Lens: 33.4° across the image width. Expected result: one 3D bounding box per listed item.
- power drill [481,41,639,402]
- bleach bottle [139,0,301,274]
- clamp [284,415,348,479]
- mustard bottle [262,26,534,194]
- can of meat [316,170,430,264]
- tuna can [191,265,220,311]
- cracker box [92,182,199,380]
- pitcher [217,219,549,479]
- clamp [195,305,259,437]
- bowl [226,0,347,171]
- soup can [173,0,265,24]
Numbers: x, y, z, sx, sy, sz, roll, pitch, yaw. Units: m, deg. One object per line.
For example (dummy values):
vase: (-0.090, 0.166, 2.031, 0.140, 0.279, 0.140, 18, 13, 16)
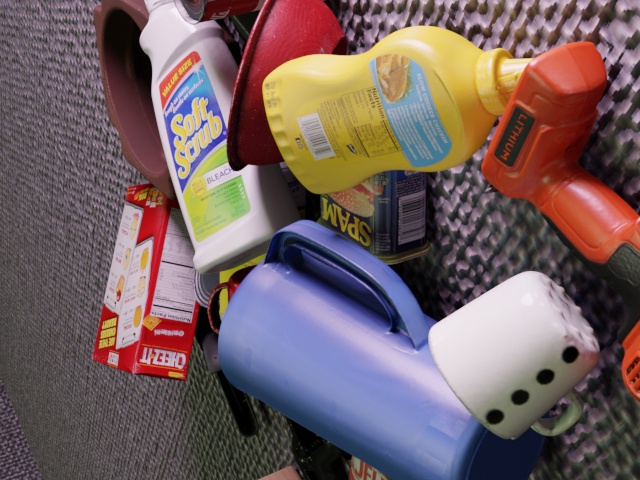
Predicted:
power drill: (0.173, -0.019, 0.577, 0.188, 0.057, 0.185, 57, 151, 27)
bleach bottle: (-0.104, -0.104, 0.938, 0.103, 0.068, 0.251, -27, 81, 29)
clamp: (-0.010, 0.195, 1.042, 0.120, 0.039, 0.171, 54, 158, 35)
mustard bottle: (0.057, -0.090, 0.707, 0.192, 0.058, 0.096, -9, 114, 37)
can of meat: (0.040, -0.041, 0.827, 0.102, 0.057, 0.084, 34, 133, 51)
tuna can: (-0.096, 0.033, 1.120, 0.086, 0.033, 0.086, -22, 59, 42)
cracker box: (-0.186, 0.043, 1.212, 0.164, 0.072, 0.214, -1, 78, 63)
pitcher: (0.044, 0.095, 0.796, 0.243, 0.149, 0.145, 26, 86, 40)
clamp: (-0.122, 0.119, 1.241, 0.164, 0.036, 0.210, 75, 172, -45)
bowl: (-0.019, -0.123, 0.832, 0.055, 0.162, 0.162, 19, 136, 8)
soup can: (-0.065, -0.218, 0.863, 0.069, 0.102, 0.068, 42, 141, 46)
